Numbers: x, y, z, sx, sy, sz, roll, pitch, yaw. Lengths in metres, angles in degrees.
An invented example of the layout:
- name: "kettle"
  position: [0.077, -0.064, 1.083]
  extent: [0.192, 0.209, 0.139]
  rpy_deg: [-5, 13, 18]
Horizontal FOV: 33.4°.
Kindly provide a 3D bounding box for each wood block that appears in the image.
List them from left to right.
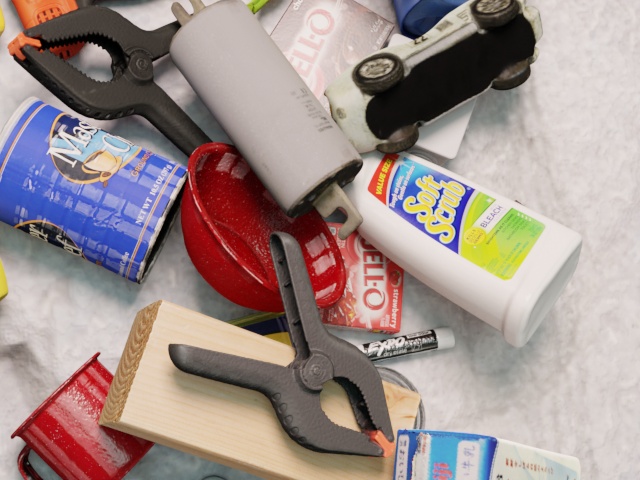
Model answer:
- name: "wood block"
  position: [-0.045, 0.123, 0.783]
  extent: [0.206, 0.090, 0.091]
  rpy_deg: [22, 73, -16]

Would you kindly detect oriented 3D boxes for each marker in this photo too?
- name: "marker"
  position: [0.054, 0.093, 0.904]
  extent: [0.121, 0.020, 0.020]
  rpy_deg: [-10, 80, -10]

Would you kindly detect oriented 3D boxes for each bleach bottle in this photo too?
- name: "bleach bottle"
  position: [0.079, -0.016, 0.871]
  extent: [0.251, 0.068, 0.102]
  rpy_deg: [29, 60, 23]

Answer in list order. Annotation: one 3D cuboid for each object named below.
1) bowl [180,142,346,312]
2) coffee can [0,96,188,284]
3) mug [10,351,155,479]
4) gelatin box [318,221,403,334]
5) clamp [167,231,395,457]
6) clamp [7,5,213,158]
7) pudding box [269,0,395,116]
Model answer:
- name: "bowl"
  position: [-0.056, 0.001, 0.840]
  extent: [0.055, 0.161, 0.162]
  rpy_deg: [-42, 86, 26]
- name: "coffee can"
  position: [-0.186, -0.039, 0.853]
  extent: [0.140, 0.103, 0.102]
  rpy_deg: [25, 76, -3]
- name: "mug"
  position: [-0.185, 0.155, 0.827]
  extent: [0.117, 0.093, 0.081]
  rpy_deg: [-44, 92, 11]
- name: "gelatin box"
  position: [0.033, 0.032, 0.907]
  extent: [0.073, 0.030, 0.089]
  rpy_deg: [7, 78, -7]
- name: "clamp"
  position: [-0.008, 0.079, 0.735]
  extent: [0.171, 0.039, 0.120]
  rpy_deg: [39, 75, -17]
- name: "clamp"
  position: [-0.150, -0.149, 0.882]
  extent: [0.209, 0.036, 0.164]
  rpy_deg: [16, 71, -31]
- name: "pudding box"
  position: [-0.001, -0.162, 0.938]
  extent: [0.090, 0.039, 0.113]
  rpy_deg: [31, 76, -1]
